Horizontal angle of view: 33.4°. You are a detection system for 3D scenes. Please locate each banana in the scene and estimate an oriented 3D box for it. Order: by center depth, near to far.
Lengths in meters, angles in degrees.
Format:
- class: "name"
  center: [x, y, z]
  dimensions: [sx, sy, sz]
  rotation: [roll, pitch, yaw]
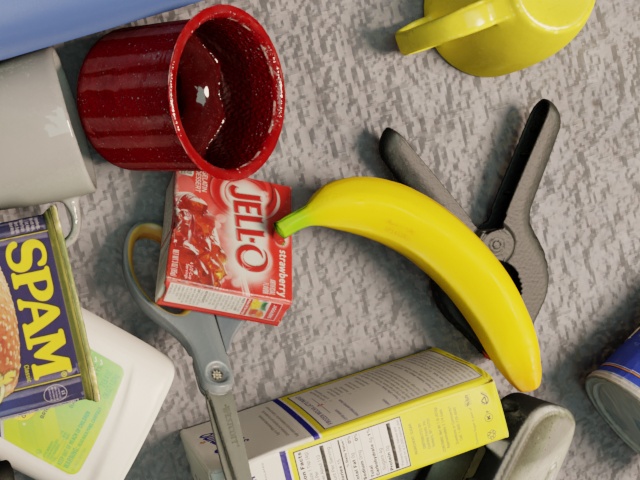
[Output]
- class: "banana"
  center: [0.066, 0.016, 0.643]
  dimensions: [0.197, 0.037, 0.069]
  rotation: [33, 87, -14]

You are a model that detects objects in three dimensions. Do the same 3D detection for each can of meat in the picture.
- class: "can of meat"
  center: [-0.164, 0.041, 0.535]
  dimensions: [0.083, 0.057, 0.102]
  rotation: [-13, 86, -16]

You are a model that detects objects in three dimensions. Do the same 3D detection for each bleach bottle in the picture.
- class: "bleach bottle"
  center: [-0.212, 0.053, 0.583]
  dimensions: [0.250, 0.068, 0.102]
  rotation: [28, 83, -14]

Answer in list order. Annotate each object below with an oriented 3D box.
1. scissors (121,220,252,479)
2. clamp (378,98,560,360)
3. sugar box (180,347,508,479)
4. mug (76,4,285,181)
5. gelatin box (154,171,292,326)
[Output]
- class: "scissors"
  center: [-0.046, 0.066, 0.603]
  dimensions: [0.096, 0.016, 0.202]
  rotation: [-18, 63, -32]
- class: "clamp"
  center: [0.114, -0.007, 0.687]
  dimensions: [0.120, 0.039, 0.171]
  rotation: [-19, 104, -5]
- class: "sugar box"
  center: [0.012, 0.116, 0.637]
  dimensions: [0.176, 0.093, 0.048]
  rotation: [-18, 100, -14]
- class: "mug"
  center: [-0.072, -0.081, 0.598]
  dimensions: [0.117, 0.082, 0.093]
  rotation: [-17, 105, -52]
- class: "gelatin box"
  center: [-0.054, 0.001, 0.619]
  dimensions: [0.073, 0.030, 0.089]
  rotation: [12, 50, -16]
